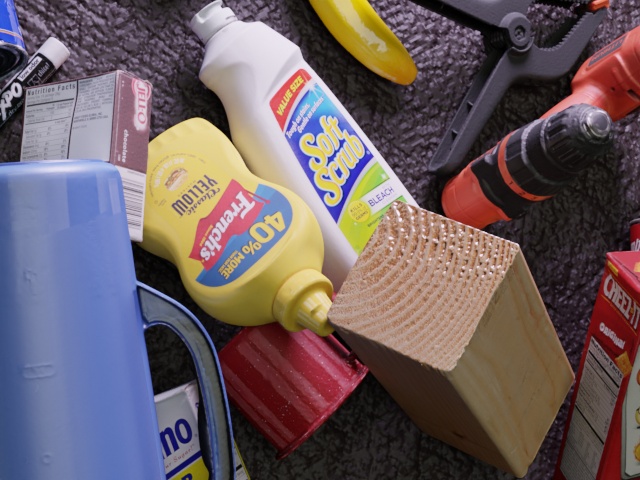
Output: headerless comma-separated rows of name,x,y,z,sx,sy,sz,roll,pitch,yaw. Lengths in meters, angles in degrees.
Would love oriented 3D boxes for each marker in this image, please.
marker,-0.222,-0.094,0.747,0.020,0.020,0.121,40,74,-6

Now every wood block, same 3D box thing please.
wood block,0.093,0.072,0.703,0.091,0.206,0.090,22,72,31

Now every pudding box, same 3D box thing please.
pudding box,-0.162,-0.053,0.722,0.039,0.090,0.113,19,71,-55

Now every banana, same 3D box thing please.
banana,0.015,-0.207,0.818,0.069,0.037,0.198,-18,86,-16

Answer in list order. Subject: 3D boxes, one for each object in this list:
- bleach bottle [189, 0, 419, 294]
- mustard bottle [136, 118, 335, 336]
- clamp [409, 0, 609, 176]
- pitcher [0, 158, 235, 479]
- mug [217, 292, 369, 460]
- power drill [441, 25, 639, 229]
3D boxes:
bleach bottle,-0.015,-0.061,0.770,0.102,0.068,0.251,-36,90,-35
mustard bottle,-0.055,0.001,0.704,0.096,0.058,0.192,-43,56,-10
clamp,0.138,-0.166,0.830,0.209,0.036,0.164,-31,106,-22
pitcher,-0.151,0.076,0.632,0.149,0.145,0.243,-8,94,-54
mug,-0.018,0.082,0.731,0.081,0.093,0.117,45,113,1
power drill,0.189,-0.088,0.779,0.187,0.185,0.057,-37,92,-27
